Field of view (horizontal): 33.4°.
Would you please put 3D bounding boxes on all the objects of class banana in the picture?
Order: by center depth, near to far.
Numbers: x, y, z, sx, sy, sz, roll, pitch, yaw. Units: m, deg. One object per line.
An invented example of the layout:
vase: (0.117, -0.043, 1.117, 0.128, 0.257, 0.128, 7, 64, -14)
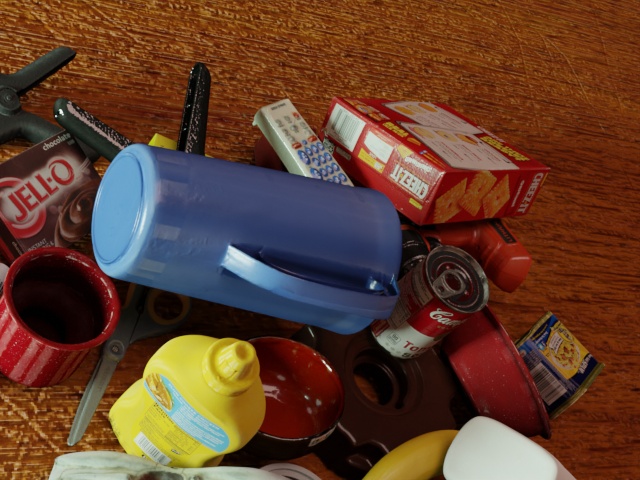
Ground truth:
banana: (0.097, 0.203, 0.933, 0.197, 0.037, 0.069, 2, 78, -41)

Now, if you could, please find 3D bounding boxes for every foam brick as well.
foam brick: (-0.033, -0.077, 1.114, 0.052, 0.051, 0.078, 11, 51, -28)

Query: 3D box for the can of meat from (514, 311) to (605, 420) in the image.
can of meat: (0.245, 0.132, 1.138, 0.084, 0.058, 0.101, 48, 33, 9)

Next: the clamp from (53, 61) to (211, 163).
clamp: (-0.140, -0.057, 0.963, 0.164, 0.036, 0.210, -15, 80, -35)

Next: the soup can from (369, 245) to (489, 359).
soup can: (0.097, 0.059, 0.980, 0.068, 0.102, 0.068, 17, 51, -23)

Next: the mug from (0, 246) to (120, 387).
mug: (-0.211, 0.059, 0.859, 0.093, 0.082, 0.117, 43, 44, 1)

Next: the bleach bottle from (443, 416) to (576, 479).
bleach bottle: (0.208, 0.239, 0.972, 0.103, 0.068, 0.250, 26, -9, 39)

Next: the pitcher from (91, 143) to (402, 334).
pitcher: (-0.056, 0.001, 0.885, 0.242, 0.149, 0.145, 12, 64, -34)

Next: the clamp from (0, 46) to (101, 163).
clamp: (-0.282, -0.114, 0.977, 0.171, 0.039, 0.120, -18, 74, -36)

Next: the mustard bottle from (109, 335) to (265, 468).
mustard bottle: (-0.093, 0.122, 0.810, 0.096, 0.192, 0.058, 44, 51, 1)

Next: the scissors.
scissors: (-0.159, 0.094, 0.917, 0.096, 0.016, 0.201, 18, 49, -24)

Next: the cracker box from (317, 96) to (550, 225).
cracker box: (0.123, -0.087, 1.159, 0.164, 0.072, 0.213, 38, 26, 32)

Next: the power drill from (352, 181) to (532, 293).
power drill: (0.131, 0.008, 1.130, 0.187, 0.057, 0.184, 11, 32, -33)

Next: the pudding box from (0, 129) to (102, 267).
pudding box: (-0.241, -0.034, 0.928, 0.090, 0.039, 0.113, 58, 42, -8)

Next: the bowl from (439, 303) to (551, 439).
bowl: (0.162, 0.134, 1.047, 0.055, 0.162, 0.162, -27, 71, -3)
